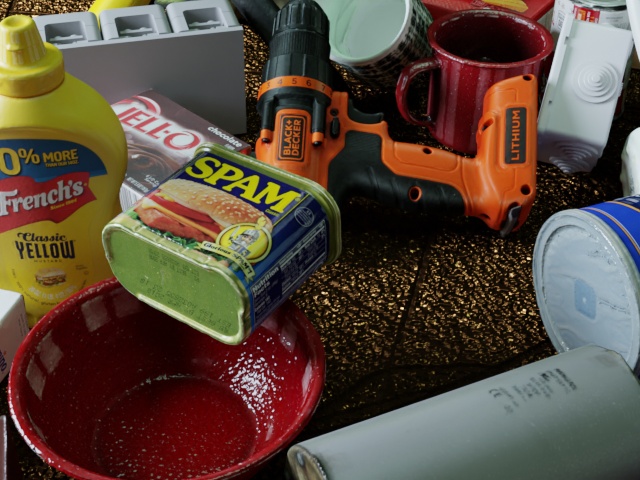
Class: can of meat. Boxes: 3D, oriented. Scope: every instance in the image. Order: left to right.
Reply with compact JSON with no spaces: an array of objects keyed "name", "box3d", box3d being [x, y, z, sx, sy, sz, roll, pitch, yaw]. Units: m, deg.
[{"name":"can of meat","box3d":[-0.054,0.001,0.577,0.102,0.057,0.083,23,46,27]}]

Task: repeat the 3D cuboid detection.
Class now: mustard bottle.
[{"name":"mustard bottle","box3d":[-0.156,-0.037,0.605,0.096,0.192,0.058,0,38,-1]}]

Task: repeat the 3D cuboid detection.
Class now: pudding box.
[{"name":"pudding box","box3d":[-0.116,-0.056,0.728,0.089,0.039,0.114,-31,49,-34]}]

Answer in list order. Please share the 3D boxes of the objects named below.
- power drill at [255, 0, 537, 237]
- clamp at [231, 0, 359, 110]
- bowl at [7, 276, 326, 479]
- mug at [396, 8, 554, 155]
[{"name":"power drill","box3d":[0.049,-0.078,0.722,0.187,0.057,0.184,3,71,2]},{"name":"clamp","box3d":[-0.012,-0.144,0.841,0.120,0.039,0.171,3,52,-59]},{"name":"bowl","box3d":[-0.078,0.084,0.561,0.162,0.055,0.162,0,38,-1]},{"name":"mug","box3d":[0.112,-0.115,0.802,0.117,0.081,0.093,-13,40,-17]}]
